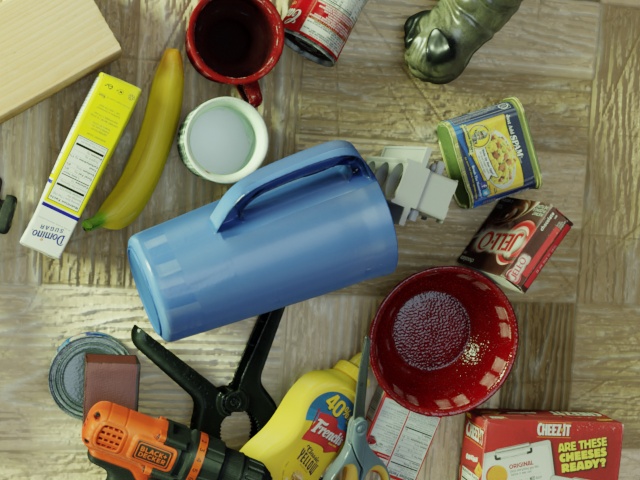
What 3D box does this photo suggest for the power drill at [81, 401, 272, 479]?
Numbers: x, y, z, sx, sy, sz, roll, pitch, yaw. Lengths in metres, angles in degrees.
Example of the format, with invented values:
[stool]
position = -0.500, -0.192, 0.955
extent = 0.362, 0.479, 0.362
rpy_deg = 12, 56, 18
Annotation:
[power drill]
position = -0.158, 0.257, 0.995
extent = 0.184, 0.057, 0.188
rpy_deg = 24, 96, -10

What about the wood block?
[wood block]
position = -0.297, -0.162, 0.993
extent = 0.206, 0.090, 0.091
rpy_deg = -32, 101, -9

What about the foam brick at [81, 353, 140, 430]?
[foam brick]
position = -0.202, 0.151, 1.024
extent = 0.051, 0.053, 0.078
rpy_deg = 2, 93, -14

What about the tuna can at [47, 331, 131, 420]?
[tuna can]
position = -0.227, 0.134, 1.062
extent = 0.086, 0.034, 0.086
rpy_deg = -1, 95, -13

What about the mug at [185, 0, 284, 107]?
[mug]
position = -0.084, -0.186, 1.046
extent = 0.093, 0.081, 0.117
rpy_deg = -24, 99, -11

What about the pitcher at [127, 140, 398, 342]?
[pitcher]
position = -0.057, 0.001, 1.024
extent = 0.242, 0.145, 0.149
rpy_deg = -20, 99, -16

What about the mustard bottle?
[mustard bottle]
position = -0.009, 0.191, 1.093
extent = 0.191, 0.058, 0.096
rpy_deg = -50, 129, -22

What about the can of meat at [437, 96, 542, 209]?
[can of meat]
position = 0.177, -0.091, 1.130
extent = 0.084, 0.057, 0.102
rpy_deg = -18, 98, -9

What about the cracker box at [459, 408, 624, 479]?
[cracker box]
position = 0.234, 0.295, 1.168
extent = 0.164, 0.072, 0.214
rpy_deg = 4, 93, -14

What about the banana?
[banana]
position = -0.171, -0.088, 1.042
extent = 0.037, 0.069, 0.198
rpy_deg = 20, 80, 8

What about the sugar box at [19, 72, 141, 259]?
[sugar box]
position = -0.228, -0.071, 1.015
extent = 0.048, 0.093, 0.176
rpy_deg = 23, 90, -14

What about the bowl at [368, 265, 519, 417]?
[bowl]
position = 0.124, 0.102, 1.129
extent = 0.162, 0.055, 0.162
rpy_deg = -1, 99, -9

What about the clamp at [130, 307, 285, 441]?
[clamp]
position = -0.086, 0.154, 1.096
extent = 0.164, 0.036, 0.210
rpy_deg = -22, 103, -17

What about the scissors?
[scissors]
position = 0.050, 0.199, 1.094
extent = 0.096, 0.016, 0.202
rpy_deg = 15, 94, -39

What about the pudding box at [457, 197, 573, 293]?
[pudding box]
position = 0.201, 0.003, 1.114
extent = 0.039, 0.114, 0.090
rpy_deg = 38, 85, -15

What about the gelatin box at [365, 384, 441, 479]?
[gelatin box]
position = 0.081, 0.209, 1.145
extent = 0.073, 0.030, 0.089
rpy_deg = 23, 90, -15

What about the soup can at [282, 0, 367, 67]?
[soup can]
position = 0.009, -0.235, 1.072
extent = 0.068, 0.068, 0.102
rpy_deg = 30, 87, -14
